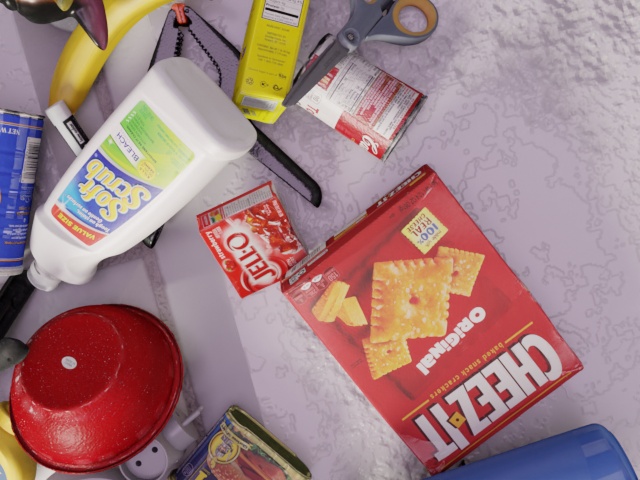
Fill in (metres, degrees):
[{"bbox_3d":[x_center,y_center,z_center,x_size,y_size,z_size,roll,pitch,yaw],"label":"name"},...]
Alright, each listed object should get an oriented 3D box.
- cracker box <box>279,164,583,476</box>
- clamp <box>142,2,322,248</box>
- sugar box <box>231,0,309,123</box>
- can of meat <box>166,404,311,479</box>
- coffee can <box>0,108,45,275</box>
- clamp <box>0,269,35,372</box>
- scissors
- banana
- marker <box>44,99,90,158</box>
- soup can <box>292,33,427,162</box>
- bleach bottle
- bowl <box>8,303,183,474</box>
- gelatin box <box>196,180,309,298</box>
[{"bbox_3d":[0.093,0.069,0.909,0.164,0.072,0.213,-38,99,6],"label":"cracker box"},{"bbox_3d":[-0.108,-0.101,0.941,0.164,0.036,0.210,-21,93,-1],"label":"clamp"},{"bbox_3d":[-0.035,-0.193,0.889,0.048,0.093,0.176,10,84,-10],"label":"sugar box"},{"bbox_3d":[-0.070,0.210,0.950,0.102,0.057,0.084,40,92,0],"label":"can of meat"},{"bbox_3d":[-0.301,-0.048,0.927,0.103,0.103,0.140,10,94,3],"label":"coffee can"},{"bbox_3d":[-0.309,0.103,0.953,0.172,0.120,0.039,-38,115,23],"label":"clamp"},{"bbox_3d":[0.041,-0.161,0.887,0.096,0.016,0.201,31,58,-15],"label":"scissors"},{"bbox_3d":[-0.178,-0.182,0.927,0.198,0.037,0.070,-36,60,23],"label":"banana"},{"bbox_3d":[-0.202,-0.069,0.945,0.020,0.020,0.121,-30,107,5],"label":"marker"},{"bbox_3d":[0.031,-0.123,0.916,0.102,0.068,0.068,34,95,2],"label":"soup can"},{"bbox_3d":[-0.168,-0.036,0.903,0.102,0.068,0.251,48,119,4],"label":"bleach bottle"},{"bbox_3d":[-0.202,0.114,0.913,0.162,0.055,0.162,-7,58,11],"label":"bowl"},{"bbox_3d":[-0.056,0.001,0.927,0.073,0.030,0.089,-24,129,4],"label":"gelatin box"}]
